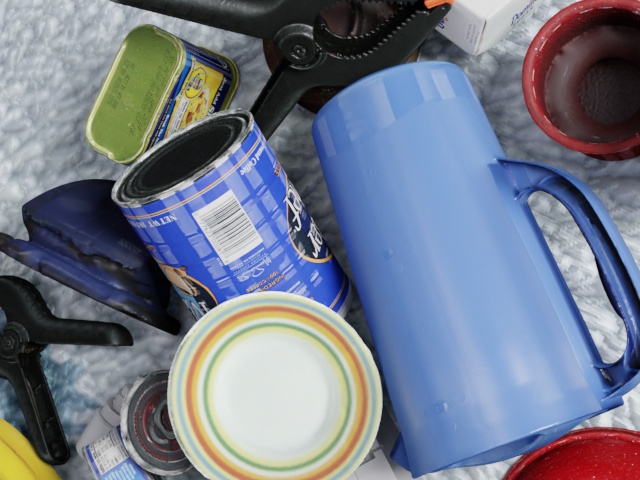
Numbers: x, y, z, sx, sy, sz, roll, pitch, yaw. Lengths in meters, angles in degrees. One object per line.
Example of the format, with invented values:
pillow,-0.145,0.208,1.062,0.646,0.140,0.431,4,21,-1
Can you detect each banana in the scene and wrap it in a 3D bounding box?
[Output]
banana,-0.231,0.187,0.820,0.198,0.037,0.070,35,128,23

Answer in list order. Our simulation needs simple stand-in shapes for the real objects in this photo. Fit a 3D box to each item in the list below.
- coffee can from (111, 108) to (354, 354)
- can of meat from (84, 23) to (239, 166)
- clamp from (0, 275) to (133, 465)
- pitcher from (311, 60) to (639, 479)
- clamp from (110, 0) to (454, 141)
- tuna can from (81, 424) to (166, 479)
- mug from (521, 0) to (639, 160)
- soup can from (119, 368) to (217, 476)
coffee can,-0.055,0.001,0.692,0.103,0.102,0.140,-22,116,18
can of meat,-0.113,-0.098,0.766,0.057,0.083,0.102,28,96,21
clamp,-0.229,0.090,0.823,0.172,0.039,0.120,26,91,27
pitcher,0.089,0.012,0.657,0.149,0.145,0.243,-16,75,-12
clamp,-0.021,-0.133,0.665,0.210,0.164,0.036,-20,40,27
tuna can,-0.127,0.169,0.734,0.033,0.086,0.086,-33,74,-9
mug,0.187,-0.099,0.650,0.117,0.081,0.093,-29,76,17
soup can,-0.081,0.119,0.728,0.069,0.102,0.068,-2,86,21
